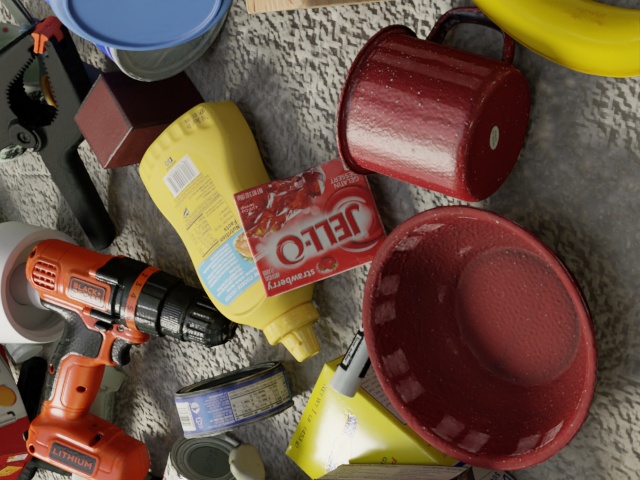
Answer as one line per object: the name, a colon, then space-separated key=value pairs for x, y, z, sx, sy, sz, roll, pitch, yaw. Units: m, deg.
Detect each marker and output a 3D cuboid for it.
marker: x=0.041 y=0.046 z=0.696 sx=0.020 sy=0.020 sz=0.121 roll=32 pitch=99 yaw=31

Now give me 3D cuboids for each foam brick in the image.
foam brick: x=-0.133 y=-0.094 z=0.801 sx=0.051 sy=0.078 sz=0.053 roll=-47 pitch=69 yaw=41

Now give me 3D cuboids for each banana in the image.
banana: x=0.126 y=-0.138 z=0.584 sx=0.198 sy=0.037 sz=0.070 roll=34 pitch=104 yaw=28

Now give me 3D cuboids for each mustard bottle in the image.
mustard bottle: x=-0.055 y=0.001 z=0.770 sx=0.096 sy=0.058 sz=0.192 roll=-39 pitch=76 yaw=36

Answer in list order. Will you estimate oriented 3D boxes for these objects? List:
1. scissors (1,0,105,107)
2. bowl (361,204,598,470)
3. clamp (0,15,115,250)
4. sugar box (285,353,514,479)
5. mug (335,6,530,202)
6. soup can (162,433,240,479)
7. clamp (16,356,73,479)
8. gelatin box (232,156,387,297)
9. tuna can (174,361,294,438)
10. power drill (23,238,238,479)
scissors: x=-0.202 y=-0.151 z=0.822 sx=0.096 sy=0.016 sz=0.202 roll=15 pitch=147 yaw=22
bowl: x=0.104 y=0.053 z=0.644 sx=0.162 sy=0.055 sz=0.162 roll=14 pitch=112 yaw=39
clamp: x=-0.238 y=-0.091 z=0.853 sx=0.164 sy=0.036 sz=0.210 roll=18 pitch=134 yaw=4
sugar box: x=0.062 y=0.164 z=0.723 sx=0.176 sy=0.048 sz=0.093 roll=40 pitch=125 yaw=28
mug: x=0.073 y=-0.081 z=0.620 sx=0.082 sy=0.093 sz=0.117 roll=22 pitch=80 yaw=31
soup can: x=-0.098 y=0.214 z=0.866 sx=0.069 sy=0.068 sz=0.102 roll=35 pitch=124 yaw=30
clamp: x=-0.299 y=0.188 z=1.063 sx=0.172 sy=0.039 sz=0.120 roll=-25 pitch=74 yaw=41
gelatin box: x=-0.005 y=-0.010 z=0.710 sx=0.089 sy=0.030 sz=0.073 roll=-19 pitch=87 yaw=3
tuna can: x=-0.065 y=0.118 z=0.796 sx=0.086 sy=0.085 sz=0.034 roll=-16 pitch=90 yaw=44
power drill: x=-0.164 y=0.105 z=0.871 sx=0.185 sy=0.057 sz=0.188 roll=19 pitch=107 yaw=18
